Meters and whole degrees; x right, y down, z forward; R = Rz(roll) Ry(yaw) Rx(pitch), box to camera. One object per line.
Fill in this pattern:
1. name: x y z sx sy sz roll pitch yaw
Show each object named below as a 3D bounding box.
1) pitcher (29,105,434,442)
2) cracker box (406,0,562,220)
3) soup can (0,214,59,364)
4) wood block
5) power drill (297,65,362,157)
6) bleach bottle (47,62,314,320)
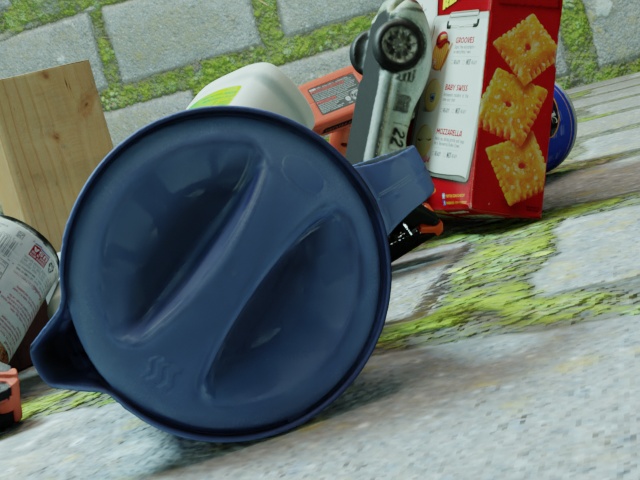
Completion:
1. pitcher: -0.055 0.009 0.531 0.149 0.145 0.243 17 -4 -14
2. cracker box: 0.116 -0.123 0.845 0.072 0.214 0.164 8 -3 -23
3. soup can: -0.211 0.041 0.652 0.069 0.068 0.102 -10 41 31
4. wood block: -0.221 -0.038 0.910 0.090 0.206 0.091 -18 8 -25
5. power drill: -0.003 -0.087 1.104 0.184 0.057 0.188 -25 -26 -13
6. bleach bottle: -0.102 -0.014 0.722 0.103 0.068 0.250 -13 35 45
